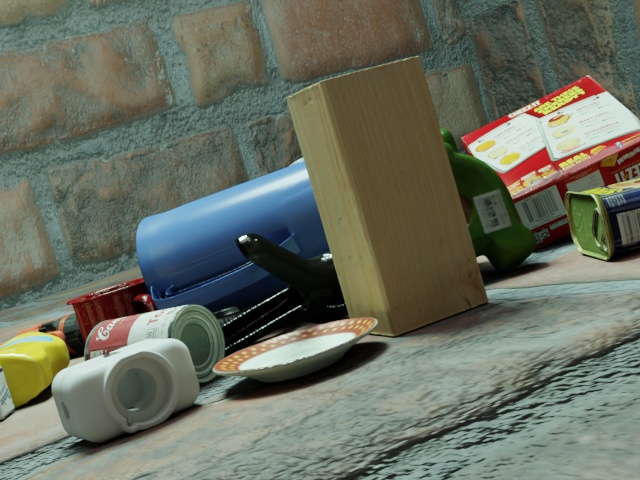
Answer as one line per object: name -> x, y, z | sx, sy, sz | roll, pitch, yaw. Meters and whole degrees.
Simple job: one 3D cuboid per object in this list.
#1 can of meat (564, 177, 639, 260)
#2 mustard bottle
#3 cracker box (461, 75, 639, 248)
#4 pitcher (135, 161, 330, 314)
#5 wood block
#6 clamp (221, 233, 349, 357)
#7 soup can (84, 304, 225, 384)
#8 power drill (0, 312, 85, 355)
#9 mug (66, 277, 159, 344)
can of meat -> 0.268, -0.023, 0.920 | 0.084, 0.057, 0.102 | -14, 5, -2
mustard bottle -> -0.318, 0.134, 1.131 | 0.096, 0.058, 0.191 | -16, 4, 0
cracker box -> 0.258, -0.087, 1.147 | 0.164, 0.072, 0.214 | -26, 23, 6
pitcher -> -0.057, 0.001, 1.080 | 0.243, 0.149, 0.144 | -22, -29, 16
wood block -> 0.053, -0.035, 0.877 | 0.090, 0.206, 0.090 | -18, 4, -21
clamp -> -0.018, 0.051, 0.955 | 0.209, 0.036, 0.165 | -3, -40, -39
soup can -> -0.139, 0.094, 0.898 | 0.102, 0.068, 0.068 | -13, 6, 35
power drill -> -0.352, 0.134, 1.292 | 0.185, 0.057, 0.187 | -18, 0, 34
mug -> -0.202, 0.088, 1.116 | 0.117, 0.081, 0.093 | -13, 5, 42
